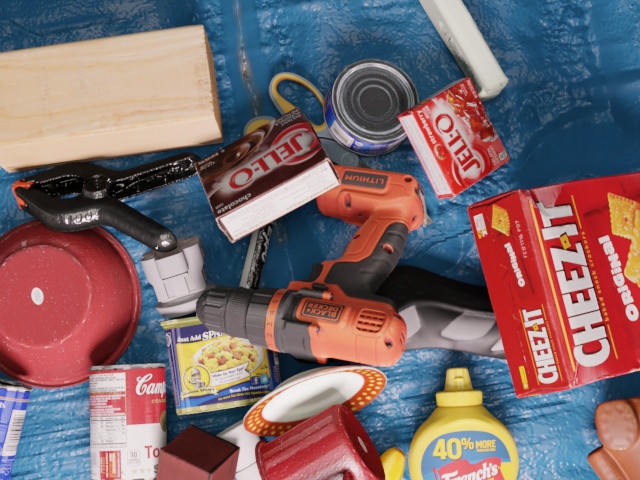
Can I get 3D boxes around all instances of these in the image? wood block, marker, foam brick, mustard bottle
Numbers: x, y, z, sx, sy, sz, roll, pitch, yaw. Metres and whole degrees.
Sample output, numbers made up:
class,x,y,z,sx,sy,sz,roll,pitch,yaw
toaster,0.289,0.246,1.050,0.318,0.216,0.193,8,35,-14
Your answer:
class,x,y,z,sx,sy,sz,roll,pitch,yaw
wood block,-0.198,-0.128,0.971,0.206,0.091,0.090,-8,82,0
marker,-0.057,0.001,0.988,0.020,0.020,0.121,13,83,2
foam brick,-0.108,0.211,0.924,0.051,0.052,0.078,20,114,19
mustard bottle,0.127,0.208,0.939,0.096,0.058,0.191,-3,82,-1

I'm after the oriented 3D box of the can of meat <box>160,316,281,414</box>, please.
class,x,y,z,sx,sy,sz,roll,pitch,yaw
can of meat,-0.086,0.107,0.956,0.102,0.057,0.084,-9,84,-1

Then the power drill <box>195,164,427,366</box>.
class,x,y,z,sx,sy,sz,roll,pitch,yaw
power drill,0.003,0.019,0.922,0.185,0.057,0.187,10,53,19

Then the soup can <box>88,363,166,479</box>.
class,x,y,z,sx,sy,sz,roll,pitch,yaw
soup can,-0.170,0.161,0.944,0.068,0.068,0.102,-3,83,0

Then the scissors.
class,x,y,z,sx,sy,sz,roll,pitch,yaw
scissors,0.007,-0.068,0.999,0.096,0.016,0.202,-37,84,-3

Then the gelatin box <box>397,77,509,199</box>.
class,x,y,z,sx,sy,sz,roll,pitch,yaw
gelatin box,0.122,-0.093,0.972,0.073,0.030,0.089,-32,101,-24

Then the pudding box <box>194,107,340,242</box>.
class,x,y,z,sx,sy,sz,roll,pitch,yaw
pudding box,-0.048,-0.060,0.949,0.113,0.039,0.090,-30,40,3

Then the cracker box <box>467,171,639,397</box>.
class,x,y,z,sx,sy,sz,roll,pitch,yaw
cracker box,0.241,0.030,0.906,0.213,0.072,0.164,-9,81,-36

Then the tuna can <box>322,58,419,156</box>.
class,x,y,z,sx,sy,sz,roll,pitch,yaw
tuna can,0.047,-0.124,0.987,0.086,0.034,0.086,3,74,-10

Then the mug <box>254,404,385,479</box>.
class,x,y,z,sx,sy,sz,roll,pitch,yaw
mug,0.002,0.197,0.905,0.081,0.117,0.093,-32,102,9

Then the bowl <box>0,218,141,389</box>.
class,x,y,z,sx,sy,sz,roll,pitch,yaw
bowl,-0.247,0.053,0.965,0.162,0.055,0.162,0,82,1

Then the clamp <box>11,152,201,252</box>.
class,x,y,z,sx,sy,sz,roll,pitch,yaw
clamp,-0.192,-0.045,0.977,0.171,0.039,0.120,11,40,12
